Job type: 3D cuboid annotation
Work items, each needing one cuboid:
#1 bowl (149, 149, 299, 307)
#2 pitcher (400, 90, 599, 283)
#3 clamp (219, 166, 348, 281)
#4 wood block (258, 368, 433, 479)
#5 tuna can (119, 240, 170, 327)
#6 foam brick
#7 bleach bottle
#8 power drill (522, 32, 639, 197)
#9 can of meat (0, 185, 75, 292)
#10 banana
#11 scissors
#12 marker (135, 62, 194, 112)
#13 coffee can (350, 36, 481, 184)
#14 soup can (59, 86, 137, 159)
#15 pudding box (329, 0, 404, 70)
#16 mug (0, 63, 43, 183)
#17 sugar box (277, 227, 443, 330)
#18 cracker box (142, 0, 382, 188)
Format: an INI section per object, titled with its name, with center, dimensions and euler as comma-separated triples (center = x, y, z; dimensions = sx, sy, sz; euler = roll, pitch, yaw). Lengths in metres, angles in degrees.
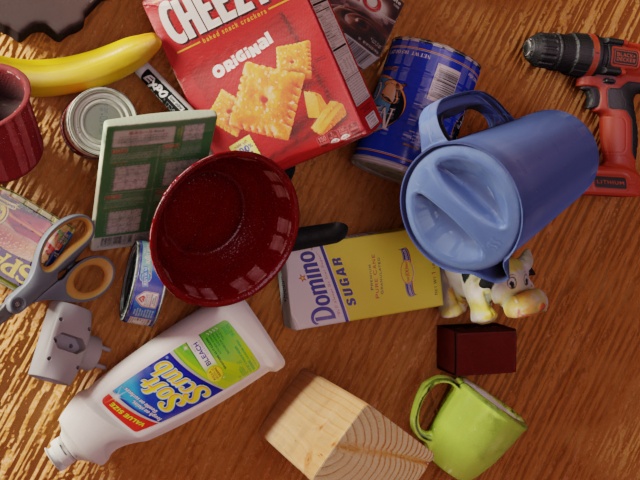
[bowl]
center = -0.102, -0.018, 1.048
dimensions = 0.161, 0.055, 0.162
euler = -13, 117, -28
[pitcher]
center = 0.194, -0.072, 1.112
dimensions = 0.242, 0.145, 0.149
euler = -27, 137, -51
[clamp]
center = -0.057, 0.001, 1.115
dimensions = 0.171, 0.120, 0.039
euler = -45, 143, -7
[wood block]
center = 0.020, 0.205, 1.089
dimensions = 0.090, 0.206, 0.090
euler = 38, 82, -15
[tuna can]
center = -0.179, 0.043, 1.082
dimensions = 0.033, 0.086, 0.086
euler = 12, 90, -17
[foam brick]
center = 0.178, 0.123, 1.214
dimensions = 0.078, 0.053, 0.051
euler = -1, 93, -18
[bleach bottle]
center = -0.166, 0.159, 1.106
dimensions = 0.250, 0.068, 0.102
euler = -35, 102, -10
[power drill]
center = 0.314, -0.145, 1.238
dimensions = 0.184, 0.057, 0.188
euler = 3, 92, -17
[can of meat]
center = -0.306, 0.000, 1.055
dimensions = 0.102, 0.057, 0.084
euler = 33, 81, -16
[banana]
center = -0.256, -0.172, 1.055
dimensions = 0.197, 0.070, 0.037
euler = -6, 64, -14
[scissors]
center = -0.275, 0.065, 1.032
dimensions = 0.096, 0.016, 0.201
euler = 44, 73, -33
[marker]
center = -0.164, -0.157, 1.083
dimensions = 0.020, 0.020, 0.121
euler = -41, 74, -11
[coffee can]
center = 0.103, -0.135, 1.149
dimensions = 0.102, 0.103, 0.140
euler = 20, 87, -17
[soup can]
center = -0.219, -0.114, 1.051
dimensions = 0.068, 0.102, 0.068
euler = -1, 94, -17
[pudding box]
center = 0.025, -0.249, 1.136
dimensions = 0.113, 0.039, 0.090
euler = 35, 57, -18
[mug]
center = -0.323, -0.103, 1.014
dimensions = 0.117, 0.093, 0.081
euler = -27, 145, -18
[sugar box]
center = 0.043, 0.039, 1.171
dimensions = 0.176, 0.048, 0.093
euler = -9, 96, -18
[cracker box]
center = -0.058, -0.178, 1.073
dimensions = 0.164, 0.072, 0.213
euler = -20, 102, 23
